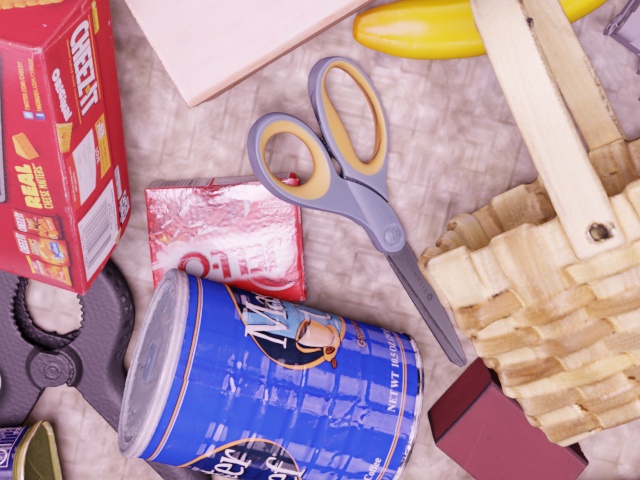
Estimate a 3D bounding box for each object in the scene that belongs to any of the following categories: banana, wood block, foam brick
[{"bbox_3d":[0.115,-0.143,0.581,0.198,0.037,0.069,-31,113,11],"label":"banana"},{"bbox_3d":[0.002,-0.162,0.555,0.206,0.091,0.090,-30,99,7],"label":"wood block"},{"bbox_3d":[0.110,0.116,0.630,0.078,0.053,0.051,40,99,-7],"label":"foam brick"}]

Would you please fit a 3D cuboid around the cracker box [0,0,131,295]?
[{"bbox_3d":[-0.205,-0.075,0.528,0.214,0.072,0.164,17,140,11],"label":"cracker box"}]

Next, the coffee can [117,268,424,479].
[{"bbox_3d":[-0.029,0.083,0.585,0.140,0.103,0.103,17,102,-16],"label":"coffee can"}]

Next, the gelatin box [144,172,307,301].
[{"bbox_3d":[-0.054,0.001,0.620,0.089,0.030,0.073,-3,102,2],"label":"gelatin box"}]

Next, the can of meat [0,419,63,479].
[{"bbox_3d":[-0.195,0.157,0.612,0.084,0.057,0.102,-4,109,4],"label":"can of meat"}]

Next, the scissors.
[{"bbox_3d":[0.020,-0.003,0.609,0.096,0.016,0.202,-22,102,-24],"label":"scissors"}]

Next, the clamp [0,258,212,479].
[{"bbox_3d":[-0.144,0.076,0.634,0.164,0.036,0.210,3,105,0],"label":"clamp"}]
